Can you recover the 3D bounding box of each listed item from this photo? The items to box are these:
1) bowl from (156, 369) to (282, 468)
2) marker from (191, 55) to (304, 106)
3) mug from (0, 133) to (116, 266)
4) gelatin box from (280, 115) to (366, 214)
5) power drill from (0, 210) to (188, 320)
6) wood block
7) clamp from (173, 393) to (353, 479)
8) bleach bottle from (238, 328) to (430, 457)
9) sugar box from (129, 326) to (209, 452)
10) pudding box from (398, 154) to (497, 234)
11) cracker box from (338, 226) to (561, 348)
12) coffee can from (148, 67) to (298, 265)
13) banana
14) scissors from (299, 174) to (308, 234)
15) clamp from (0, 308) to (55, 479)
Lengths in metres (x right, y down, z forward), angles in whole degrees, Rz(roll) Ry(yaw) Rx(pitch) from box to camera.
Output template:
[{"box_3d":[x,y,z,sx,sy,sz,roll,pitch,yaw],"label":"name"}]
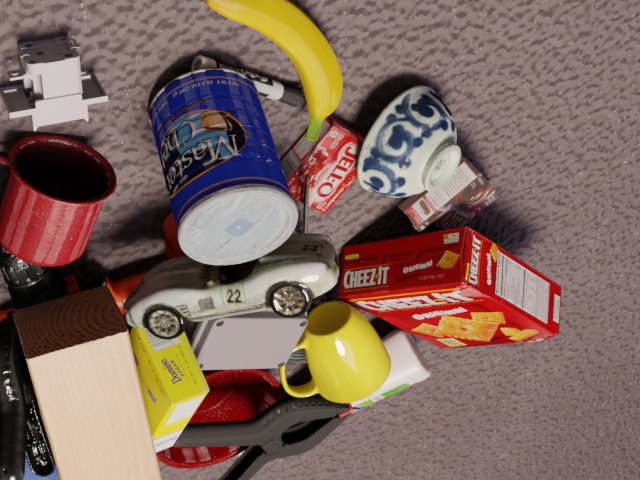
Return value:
[{"box_3d":[-0.126,0.186,1.217,0.162,0.055,0.162,-17,136,-18],"label":"bowl"},{"box_3d":[-0.063,-0.144,0.972,0.120,0.020,0.020,12,121,-39],"label":"marker"},{"box_3d":[-0.243,-0.036,0.918,0.117,0.093,0.082,22,124,-9],"label":"mug"},{"box_3d":[0.004,-0.077,1.070,0.073,0.030,0.089,25,113,-45],"label":"gelatin box"},{"box_3d":[-0.201,0.035,1.028,0.187,0.057,0.184,-22,141,-9],"label":"power drill"},{"box_3d":[-0.212,0.159,0.991,0.090,0.090,0.206,-16,121,-16],"label":"wood block"},{"box_3d":[-0.062,0.232,1.224,0.210,0.036,0.164,-18,138,-8],"label":"clamp"},{"box_3d":[0.008,0.194,1.299,0.251,0.068,0.102,-30,167,7],"label":"bleach bottle"},{"box_3d":[-0.165,0.146,1.064,0.048,0.093,0.176,-16,159,-29],"label":"sugar box"},{"box_3d":[0.140,-0.042,1.158,0.090,0.039,0.113,-41,158,7],"label":"pudding box"},{"box_3d":[0.148,0.060,1.199,0.164,0.072,0.213,-10,155,38],"label":"cracker box"},{"box_3d":[-0.086,-0.064,0.925,0.102,0.140,0.103,-13,146,-9],"label":"coffee can"},{"box_3d":[-0.028,-0.170,0.944,0.069,0.037,0.197,-57,136,-18],"label":"banana"},{"box_3d":[-0.020,0.023,1.094,0.016,0.096,0.202,10,154,7],"label":"scissors"},{"box_3d":[-0.288,0.151,1.003,0.039,0.120,0.171,-13,92,-5],"label":"clamp"}]
